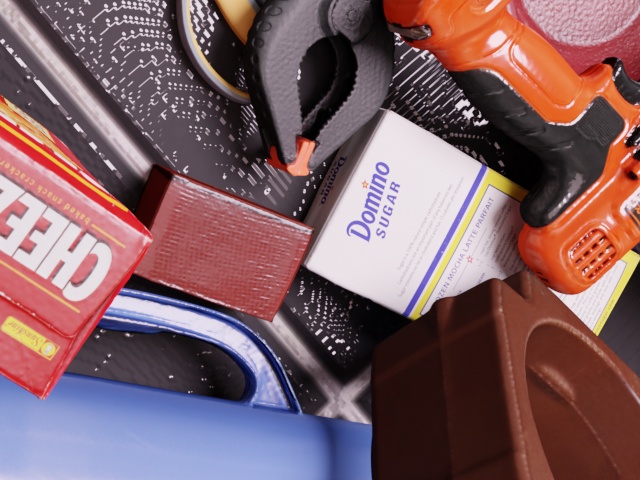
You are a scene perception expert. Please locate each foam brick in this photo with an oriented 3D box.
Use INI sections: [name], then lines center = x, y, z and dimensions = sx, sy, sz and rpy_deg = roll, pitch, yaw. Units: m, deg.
[foam brick]
center = -0.053, 0.001, 0.532
dimensions = 0.078, 0.053, 0.051
rpy_deg = 21, 92, -20

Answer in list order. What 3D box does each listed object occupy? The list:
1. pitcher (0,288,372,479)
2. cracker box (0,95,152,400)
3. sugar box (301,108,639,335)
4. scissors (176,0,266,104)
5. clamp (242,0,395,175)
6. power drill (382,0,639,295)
[pitcher]
center = -0.060, 0.124, 0.518
dimensions = 0.242, 0.145, 0.149
rpy_deg = 10, 126, -24
[cracker box]
center = -0.161, -0.039, 0.400
dimensions = 0.164, 0.214, 0.072
rpy_deg = 36, 87, -21
[sugar box]
center = 0.079, 0.007, 0.584
dimensions = 0.176, 0.048, 0.093
rpy_deg = 28, 92, -18
[scissors]
center = -0.057, -0.165, 0.520
dimensions = 0.096, 0.016, 0.201
rpy_deg = -29, 108, -14
[clamp]
center = 0.017, -0.115, 0.527
dimensions = 0.120, 0.039, 0.171
rpy_deg = 6, 104, -21
[power drill]
center = 0.135, -0.090, 0.518
dimensions = 0.184, 0.057, 0.187
rpy_deg = -44, 112, -2
